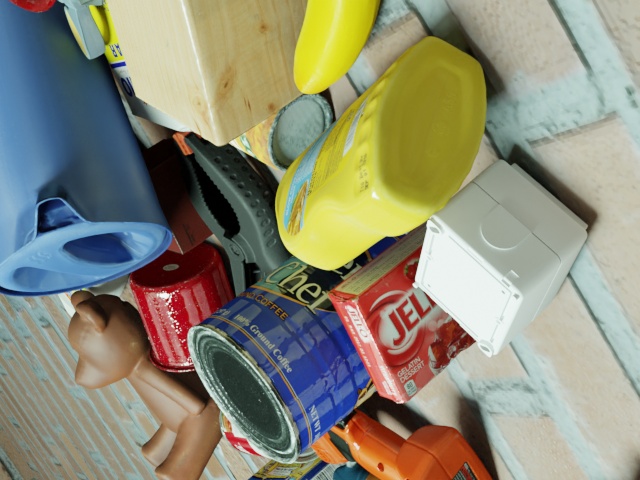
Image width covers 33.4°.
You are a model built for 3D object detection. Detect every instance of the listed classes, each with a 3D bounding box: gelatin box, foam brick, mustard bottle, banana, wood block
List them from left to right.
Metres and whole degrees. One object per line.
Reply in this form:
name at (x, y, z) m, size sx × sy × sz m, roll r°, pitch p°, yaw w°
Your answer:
foam brick at (-0.119, -0.036, 0.862) m, size 0.051 × 0.052 × 0.078 m, roll 15°, pitch 134°, yaw 52°
wood block at (-0.068, -0.169, 0.576) m, size 0.091 × 0.090 × 0.206 m, roll 32°, pitch 147°, yaw 38°
banana at (0.001, -0.152, 0.535) m, size 0.070 × 0.037 × 0.198 m, roll 21°, pitch 142°, yaw 32°
mustard bottle at (0.019, -0.033, 0.591) m, size 0.058 × 0.096 × 0.192 m, roll 25°, pitch 159°, yaw -14°
gelatin box at (0.057, 0.039, 0.619) m, size 0.030 × 0.089 × 0.073 m, roll 8°, pitch 128°, yaw 56°

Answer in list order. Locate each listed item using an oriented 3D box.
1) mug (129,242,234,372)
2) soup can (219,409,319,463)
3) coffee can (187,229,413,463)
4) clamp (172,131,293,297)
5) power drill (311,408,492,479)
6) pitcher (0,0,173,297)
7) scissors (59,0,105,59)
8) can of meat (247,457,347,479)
mug at (-0.117, 0.049, 0.939) m, size 0.117 × 0.093 × 0.081 m, roll -97°, pitch -8°, yaw -62°
soup can at (-0.039, 0.160, 0.949) m, size 0.068 × 0.068 × 0.102 m, roll 59°, pitch 153°, yaw -11°
coffee can at (0.002, 0.057, 0.673) m, size 0.103 × 0.140 × 0.103 m, roll 39°, pitch 150°, yaw 28°
clamp at (-0.055, 0.001, 0.820) m, size 0.165 × 0.036 × 0.210 m, roll 1°, pitch 127°, yaw 58°
power drill at (0.028, 0.133, 0.782) m, size 0.188 × 0.057 × 0.184 m, roll 26°, pitch 160°, yaw 44°
pitcher at (-0.206, -0.085, 0.806) m, size 0.149 × 0.144 × 0.243 m, roll -33°, pitch 69°, yaw 39°
scissors at (-0.150, -0.143, 0.686) m, size 0.202 × 0.016 × 0.096 m, roll 46°, pitch 162°, yaw 52°
can of meat at (-0.014, 0.218, 0.957) m, size 0.057 × 0.083 × 0.102 m, roll 59°, pitch 153°, yaw -10°
